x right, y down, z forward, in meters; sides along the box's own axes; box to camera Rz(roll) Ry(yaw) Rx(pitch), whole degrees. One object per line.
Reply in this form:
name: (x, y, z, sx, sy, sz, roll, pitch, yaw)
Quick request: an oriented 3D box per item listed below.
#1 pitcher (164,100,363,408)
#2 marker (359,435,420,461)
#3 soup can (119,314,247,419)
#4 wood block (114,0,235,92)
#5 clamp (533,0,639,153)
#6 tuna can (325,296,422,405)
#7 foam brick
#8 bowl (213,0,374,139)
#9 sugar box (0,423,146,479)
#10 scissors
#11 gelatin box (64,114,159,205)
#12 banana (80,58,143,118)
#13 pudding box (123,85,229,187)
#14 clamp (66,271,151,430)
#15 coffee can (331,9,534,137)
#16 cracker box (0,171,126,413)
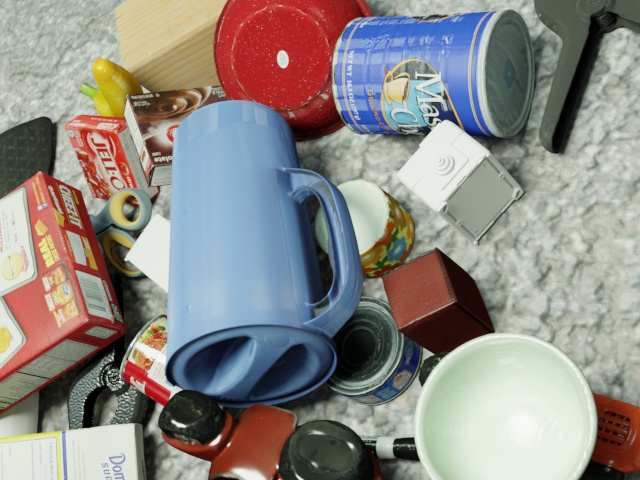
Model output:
pitcher: (-0.056, 0.001, 0.876, 0.149, 0.145, 0.243, -1, 55, -9)
marker: (0.032, 0.166, 0.859, 0.121, 0.020, 0.020, -4, 68, 30)
soup can: (-0.111, 0.118, 0.919, 0.102, 0.068, 0.068, 30, 87, 15)
wood block: (-0.092, -0.227, 1.057, 0.206, 0.090, 0.091, -26, 58, 20)
clamp: (0.239, -0.186, 0.869, 0.165, 0.036, 0.210, -19, 61, 24)
tuna can: (0.038, 0.090, 0.878, 0.086, 0.033, 0.086, -12, 64, 27)
foam brick: (0.092, 0.049, 0.835, 0.051, 0.078, 0.053, -29, 56, 19)
bowl: (-0.029, -0.167, 0.961, 0.162, 0.055, 0.162, 4, 106, 14)
sugar box: (-0.243, 0.216, 0.941, 0.176, 0.048, 0.093, -5, 79, -1)
scissors: (-0.228, -0.032, 1.085, 0.202, 0.016, 0.096, 34, 116, 37)
gelatin box: (-0.208, -0.081, 1.068, 0.073, 0.089, 0.030, 10, 40, 33)
banana: (-0.207, -0.142, 1.072, 0.037, 0.069, 0.198, -66, 16, -8)
pudding box: (-0.121, -0.100, 1.012, 0.113, 0.039, 0.090, -11, 57, -22)
clamp: (-0.190, 0.117, 0.990, 0.120, 0.039, 0.171, 37, 90, 20)
coffee can: (0.095, -0.139, 0.896, 0.141, 0.102, 0.103, 5, 73, 33)
cracker box: (-0.297, 0.063, 0.990, 0.214, 0.072, 0.164, -33, 63, 16)
